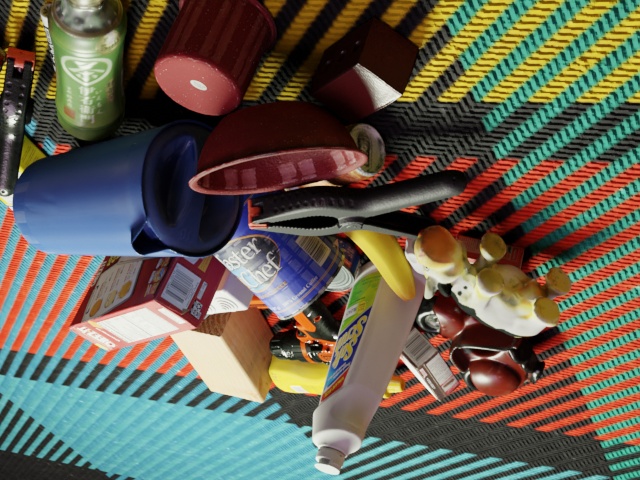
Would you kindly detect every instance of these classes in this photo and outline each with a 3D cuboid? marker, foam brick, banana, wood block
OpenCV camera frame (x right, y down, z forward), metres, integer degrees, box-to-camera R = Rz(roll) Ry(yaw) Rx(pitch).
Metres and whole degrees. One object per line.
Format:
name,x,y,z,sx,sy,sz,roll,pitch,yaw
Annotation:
marker,-0.262,-0.190,1.066,0.020,0.020,0.121,18,152,4
foam brick,0.036,-0.144,0.915,0.051,0.053,0.078,33,149,-23
banana,0.036,-0.006,1.145,0.197,0.069,0.037,31,166,-26
wood block,-0.131,0.135,1.482,0.091,0.090,0.206,9,151,21

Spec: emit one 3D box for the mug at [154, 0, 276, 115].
mug,-0.094,-0.158,0.945,0.093,0.081,0.117,14,151,12

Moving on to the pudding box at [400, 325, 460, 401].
pudding box,0.115,0.135,1.318,0.114,0.039,0.090,49,177,43

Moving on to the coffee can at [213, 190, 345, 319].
coffee can,-0.058,0.001,1.151,0.140,0.102,0.103,45,146,-15

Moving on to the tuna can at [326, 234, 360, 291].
tuna can,0.003,0.024,1.255,0.086,0.033,0.086,16,152,9

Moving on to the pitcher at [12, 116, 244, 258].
pitcher,-0.200,-0.051,1.096,0.243,0.145,0.148,-3,178,41

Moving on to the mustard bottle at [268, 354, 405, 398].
mustard bottle,0.029,0.194,1.513,0.192,0.058,0.096,4,157,28

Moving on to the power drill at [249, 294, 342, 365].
power drill,-0.035,0.102,1.397,0.185,0.057,0.187,-9,143,38

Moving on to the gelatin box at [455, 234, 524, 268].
gelatin box,0.180,0.033,1.161,0.073,0.030,0.089,12,150,13

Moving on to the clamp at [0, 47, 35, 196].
clamp,-0.321,-0.128,1.120,0.039,0.120,0.172,3,152,-14

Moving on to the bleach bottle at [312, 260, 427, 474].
bleach bottle,0.049,0.140,1.199,0.068,0.250,0.103,30,150,-19

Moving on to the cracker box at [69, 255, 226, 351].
cracker box,-0.192,0.037,1.270,0.072,0.164,0.214,37,147,-26

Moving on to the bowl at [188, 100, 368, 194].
bowl,-0.041,-0.085,0.953,0.162,0.055,0.162,-9,172,-1

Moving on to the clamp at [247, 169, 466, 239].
clamp,0.036,-0.033,1.043,0.209,0.036,0.165,0,162,-11
